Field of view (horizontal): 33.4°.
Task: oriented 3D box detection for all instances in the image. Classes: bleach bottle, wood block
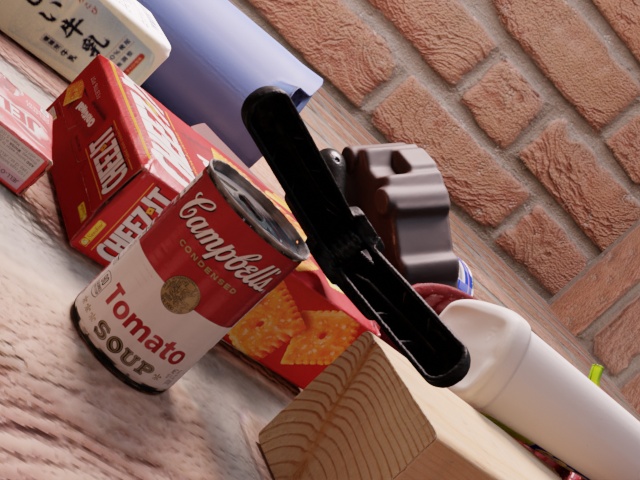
[{"bbox_3d":[0.184,0.134,0.726,0.250,0.068,0.103,36,-6,-20],"label":"bleach bottle"},{"bbox_3d":[0.073,0.150,0.614,0.205,0.091,0.090,38,12,-38],"label":"wood block"}]

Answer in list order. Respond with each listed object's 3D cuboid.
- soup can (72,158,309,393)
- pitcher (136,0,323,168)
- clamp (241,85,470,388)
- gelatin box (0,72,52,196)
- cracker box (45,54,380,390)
[{"bbox_3d":[-0.065,0.018,0.530,0.068,0.102,0.068,45,10,-10],"label":"soup can"},{"bbox_3d":[-0.130,-0.183,1.046,0.242,0.149,0.145,42,25,-12],"label":"pitcher"},{"bbox_3d":[0.019,0.010,0.578,0.164,0.036,0.210,55,-3,8],"label":"clamp"},{"bbox_3d":[-0.190,-0.074,0.592,0.089,0.030,0.073,41,11,-27],"label":"gelatin box"},{"bbox_3d":[-0.073,-0.010,0.702,0.213,0.072,0.164,38,12,-36],"label":"cracker box"}]
